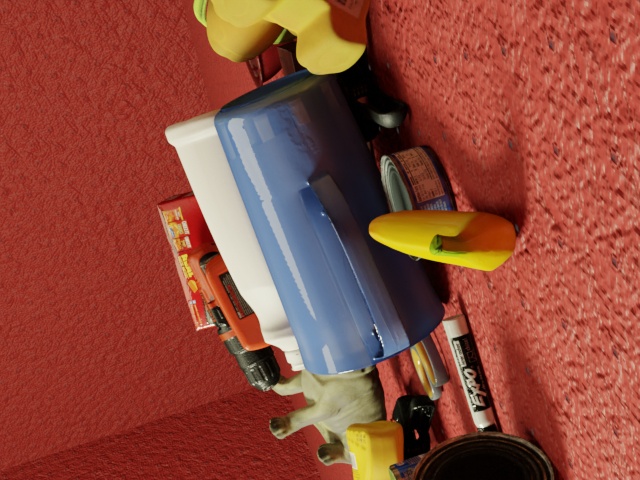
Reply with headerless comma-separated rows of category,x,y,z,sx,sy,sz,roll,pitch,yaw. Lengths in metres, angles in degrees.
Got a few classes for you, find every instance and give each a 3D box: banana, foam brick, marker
banana,0.084,-0.004,0.707,0.198,0.069,0.037,-170,94,-81
foam brick,-0.007,-0.173,1.061,0.078,0.051,0.053,-129,23,-71
marker,0.126,0.120,0.873,0.020,0.020,0.121,-178,71,-83

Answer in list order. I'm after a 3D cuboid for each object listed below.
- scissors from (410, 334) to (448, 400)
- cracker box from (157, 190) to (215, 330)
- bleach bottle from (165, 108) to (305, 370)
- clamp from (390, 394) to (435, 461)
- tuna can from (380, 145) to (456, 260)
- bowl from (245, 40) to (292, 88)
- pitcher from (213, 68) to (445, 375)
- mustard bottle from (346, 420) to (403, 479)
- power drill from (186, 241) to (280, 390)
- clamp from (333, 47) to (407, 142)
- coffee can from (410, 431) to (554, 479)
scissors,0.087,0.079,1.085,0.202,0.016,0.096,-114,10,-45
cracker box,-0.066,0.003,1.271,0.072,0.214,0.164,-52,-53,-72
bleach bottle,-0.056,0.001,0.978,0.102,0.068,0.251,-30,-76,-58
clamp,0.103,0.236,1.169,0.210,0.036,0.164,-156,63,-87
tuna can,0.077,-0.030,0.830,0.086,0.033,0.086,163,90,-83
bowl,-0.073,-0.270,1.316,0.162,0.055,0.162,163,90,-83
pitcher,0.006,-0.016,0.898,0.144,0.149,0.243,-40,-69,-49
mustard bottle,0.065,0.287,1.113,0.096,0.058,0.191,145,120,-79
power drill,-0.085,0.081,1.160,0.184,0.057,0.188,62,166,0
clamp,0.035,-0.123,0.917,0.171,0.039,0.120,93,162,-69
coffee can,0.127,0.228,0.787,0.103,0.102,0.140,-119,14,-59
